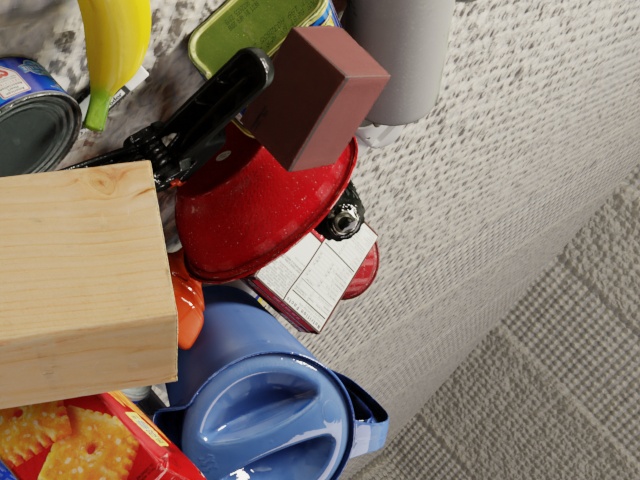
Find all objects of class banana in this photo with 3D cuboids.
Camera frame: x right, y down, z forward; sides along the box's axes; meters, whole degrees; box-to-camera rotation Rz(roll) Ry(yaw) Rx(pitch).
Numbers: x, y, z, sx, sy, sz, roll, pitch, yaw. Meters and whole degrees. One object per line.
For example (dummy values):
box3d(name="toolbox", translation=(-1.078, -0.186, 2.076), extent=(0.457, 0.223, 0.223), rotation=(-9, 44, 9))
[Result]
box3d(name="banana", translation=(-0.114, -0.128, 0.514), extent=(0.198, 0.037, 0.069), rotation=(80, 23, -64))

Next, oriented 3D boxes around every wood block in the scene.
box3d(name="wood block", translation=(-0.181, 0.031, 0.532), extent=(0.206, 0.091, 0.090), rotation=(-8, 153, -12))

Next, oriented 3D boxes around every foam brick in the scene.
box3d(name="foam brick", translation=(-0.004, -0.091, 0.678), extent=(0.051, 0.053, 0.078), rotation=(-15, 146, -51))

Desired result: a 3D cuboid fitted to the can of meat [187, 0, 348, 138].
box3d(name="can of meat", translation=(-0.032, -0.127, 0.710), extent=(0.102, 0.057, 0.084), rotation=(-43, 162, -2))

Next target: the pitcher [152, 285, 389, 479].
box3d(name="pitcher", translation=(-0.057, 0.120, 0.887), extent=(0.145, 0.149, 0.243), rotation=(-39, -160, -3))

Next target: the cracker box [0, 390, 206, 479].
box3d(name="cracker box", translation=(-0.169, 0.093, 0.657), extent=(0.072, 0.214, 0.164), rotation=(-42, 164, -10))

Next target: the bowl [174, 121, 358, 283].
box3d(name="bowl", translation=(-0.053, -0.046, 0.784), extent=(0.162, 0.055, 0.162), rotation=(-30, -150, 20))

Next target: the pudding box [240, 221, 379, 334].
box3d(name="pudding box", translation=(-0.011, 0.012, 0.931), extent=(0.039, 0.090, 0.113), rotation=(8, -121, 53))

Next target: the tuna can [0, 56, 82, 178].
box3d(name="tuna can", translation=(-0.175, -0.058, 0.582), extent=(0.086, 0.034, 0.086), rotation=(-39, 164, -14))

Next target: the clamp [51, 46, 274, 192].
box3d(name="clamp", translation=(-0.094, -0.059, 0.667), extent=(0.164, 0.036, 0.210), rotation=(-31, 180, 3))
